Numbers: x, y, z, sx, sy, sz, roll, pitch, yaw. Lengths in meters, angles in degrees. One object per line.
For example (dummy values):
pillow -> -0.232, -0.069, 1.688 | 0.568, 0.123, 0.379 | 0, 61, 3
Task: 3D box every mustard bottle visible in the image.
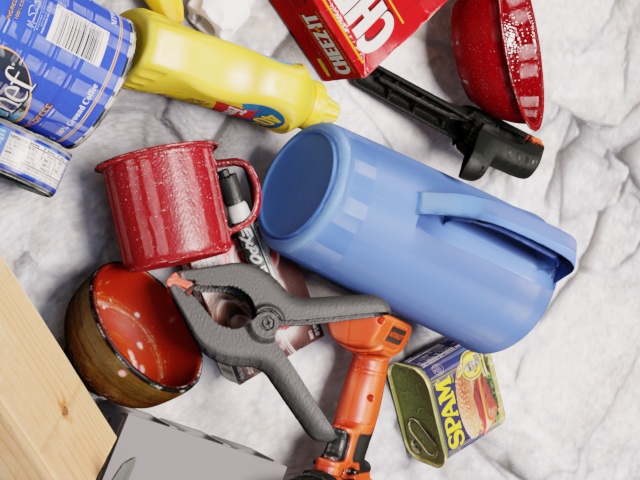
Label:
mustard bottle -> -0.066, -0.122, 0.817 | 0.191, 0.096, 0.058 | 13, 87, -33

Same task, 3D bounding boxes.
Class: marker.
marker -> -0.055, 0.001, 0.838 | 0.020, 0.020, 0.121 | -26, 102, -28

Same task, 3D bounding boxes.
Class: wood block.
wood block -> -0.235, 0.089, 0.713 | 0.206, 0.090, 0.090 | 63, 19, -20

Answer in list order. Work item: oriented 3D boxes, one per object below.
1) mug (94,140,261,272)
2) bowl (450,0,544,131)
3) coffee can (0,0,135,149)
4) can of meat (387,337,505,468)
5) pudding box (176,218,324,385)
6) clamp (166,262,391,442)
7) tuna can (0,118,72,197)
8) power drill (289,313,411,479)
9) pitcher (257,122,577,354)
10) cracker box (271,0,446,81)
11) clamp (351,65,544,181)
mug -> -0.101, -0.026, 0.790 | 0.117, 0.093, 0.081 | -12, 87, -8
bowl -> 0.156, -0.173, 0.954 | 0.162, 0.055, 0.162 | -8, 90, -68
coffee can -> -0.211, -0.137, 0.718 | 0.140, 0.103, 0.103 | 26, 81, -32
can of meat -> 0.118, 0.144, 0.987 | 0.083, 0.058, 0.102 | -24, 108, -32
pudding box -> -0.057, 0.047, 0.873 | 0.089, 0.039, 0.113 | -28, 108, -27
clamp -> -0.033, 0.060, 0.814 | 0.171, 0.039, 0.120 | 35, 66, -1
tuna can -> -0.217, -0.060, 0.732 | 0.086, 0.086, 0.034 | 26, 82, -32
power drill -> 0.016, 0.148, 0.879 | 0.184, 0.057, 0.187 | 28, 76, -70
pitcher -> 0.078, -0.005, 0.865 | 0.242, 0.145, 0.149 | 24, 112, -35
cracker box -> 0.048, -0.262, 0.891 | 0.213, 0.072, 0.164 | -46, 116, -20
clamp -> 0.139, -0.087, 0.938 | 0.209, 0.165, 0.036 | 13, 118, -41
